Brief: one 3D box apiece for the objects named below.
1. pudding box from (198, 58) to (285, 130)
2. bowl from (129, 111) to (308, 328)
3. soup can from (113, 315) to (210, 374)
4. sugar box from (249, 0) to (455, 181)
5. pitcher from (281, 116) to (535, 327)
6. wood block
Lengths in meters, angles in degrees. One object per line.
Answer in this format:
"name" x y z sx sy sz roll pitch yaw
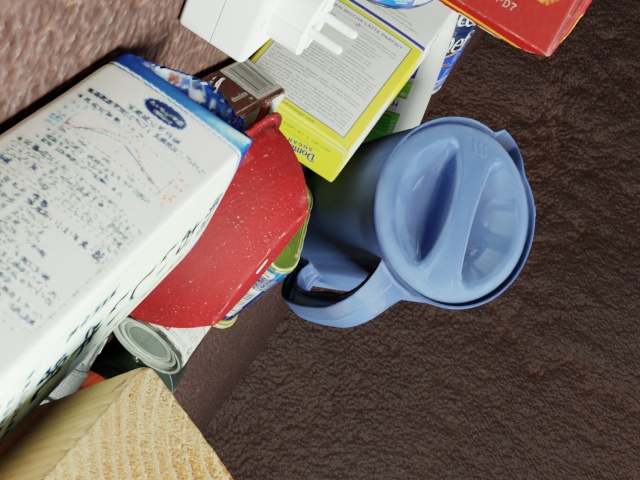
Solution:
"pudding box" -0.073 -0.057 0.650 0.090 0.039 0.113 -55 174 27
"bowl" -0.057 0.000 0.653 0.162 0.055 0.162 -50 178 -3
"soup can" -0.109 0.047 0.845 0.102 0.068 0.069 -53 175 -32
"sugar box" 0.018 -0.132 0.749 0.176 0.093 0.048 -53 175 -35
"pitcher" 0.035 -0.010 0.830 0.243 0.149 0.145 -3 -93 63
"wood block" -0.135 0.133 0.431 0.206 0.090 0.090 -22 -162 35
